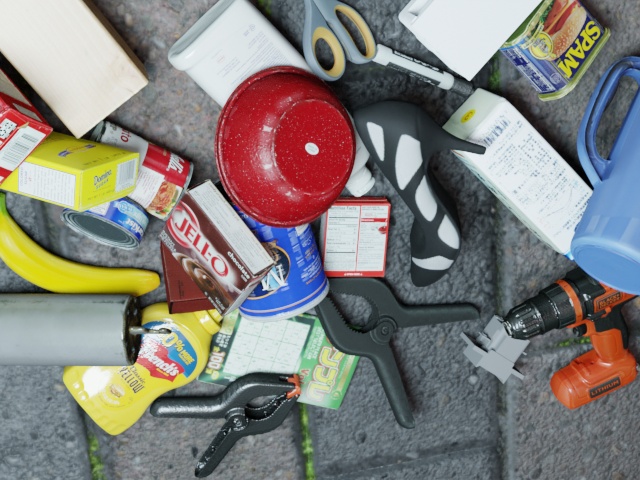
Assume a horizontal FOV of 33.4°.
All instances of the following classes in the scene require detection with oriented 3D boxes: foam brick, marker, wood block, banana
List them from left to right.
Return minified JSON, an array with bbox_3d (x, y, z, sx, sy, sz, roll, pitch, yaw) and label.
[{"bbox_3d":[-0.264,-0.212,1.012,0.091,0.090,0.206,-38,114,3],"label":"wood block"},{"bbox_3d":[-0.269,0.025,1.129,0.197,0.037,0.070,29,104,-21],"label":"banana"},{"bbox_3d":[-0.140,0.033,1.135,0.053,0.051,0.078,-6,74,-11],"label":"foam brick"},{"bbox_3d":[0.112,-0.181,1.146,0.121,0.020,0.020,19,105,-19],"label":"marker"}]

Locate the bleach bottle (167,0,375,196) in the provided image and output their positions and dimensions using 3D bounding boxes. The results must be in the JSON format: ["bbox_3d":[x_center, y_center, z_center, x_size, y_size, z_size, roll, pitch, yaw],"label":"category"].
[{"bbox_3d":[-0.037,-0.134,1.108,0.102,0.068,0.250,-43,115,1],"label":"bleach bottle"}]

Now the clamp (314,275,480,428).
[{"bbox_3d":[0.068,0.112,1.225,0.209,0.036,0.164,27,84,-18],"label":"clamp"}]

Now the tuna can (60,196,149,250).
[{"bbox_3d":[-0.220,-0.023,1.095,0.086,0.086,0.033,27,70,-20],"label":"tuna can"}]

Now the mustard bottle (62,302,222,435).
[{"bbox_3d":[-0.181,0.124,1.175,0.191,0.058,0.096,-36,106,2],"label":"mustard bottle"}]

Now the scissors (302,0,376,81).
[{"bbox_3d":[-0.020,-0.243,1.074,0.201,0.016,0.096,43,61,-24],"label":"scissors"}]

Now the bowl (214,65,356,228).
[{"bbox_3d":[-0.021,-0.091,1.044,0.161,0.055,0.162,-3,95,-32],"label":"bowl"}]

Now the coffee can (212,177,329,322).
[{"bbox_3d":[-0.057,0.001,1.132,0.102,0.103,0.140,-19,113,-5],"label":"coffee can"}]

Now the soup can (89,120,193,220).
[{"bbox_3d":[-0.191,-0.072,1.094,0.102,0.068,0.068,26,103,-20],"label":"soup can"}]

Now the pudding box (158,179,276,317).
[{"bbox_3d":[-0.105,0.008,1.069,0.113,0.090,0.039,49,52,7],"label":"pudding box"}]

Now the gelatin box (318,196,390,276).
[{"bbox_3d":[0.037,-0.005,1.190,0.073,0.030,0.089,0,107,-12],"label":"gelatin box"}]

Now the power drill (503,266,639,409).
[{"bbox_3d":[0.303,0.113,1.246,0.184,0.057,0.187,-23,133,-8],"label":"power drill"}]

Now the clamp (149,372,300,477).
[{"bbox_3d":[-0.098,0.209,1.231,0.171,0.039,0.120,-17,125,4],"label":"clamp"}]

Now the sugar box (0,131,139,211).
[{"bbox_3d":[-0.271,-0.076,1.014,0.176,0.093,0.048,17,111,20],"label":"sugar box"}]

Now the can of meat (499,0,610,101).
[{"bbox_3d":[0.245,-0.215,1.132,0.084,0.058,0.102,42,75,-20],"label":"can of meat"}]
